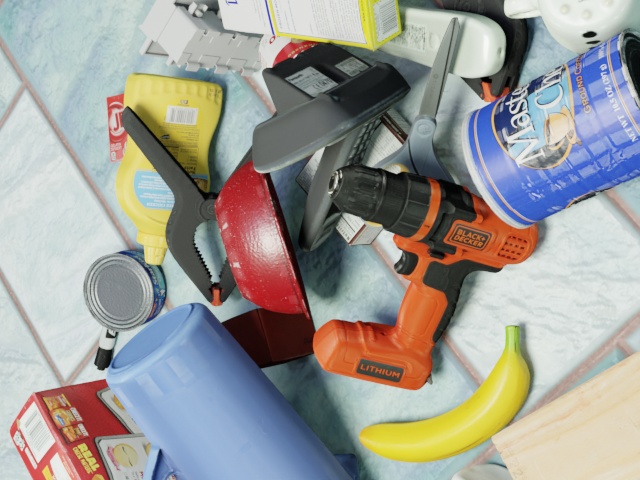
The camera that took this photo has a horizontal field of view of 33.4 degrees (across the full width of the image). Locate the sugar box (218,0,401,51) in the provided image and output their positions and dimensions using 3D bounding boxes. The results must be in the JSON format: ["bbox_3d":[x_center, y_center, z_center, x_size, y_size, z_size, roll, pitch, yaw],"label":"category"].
[{"bbox_3d":[-0.017,-0.221,0.912,0.176,0.048,0.093,19,132,39],"label":"sugar box"}]

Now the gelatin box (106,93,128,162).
[{"bbox_3d":[-0.191,-0.124,1.148,0.089,0.030,0.073,-4,89,37],"label":"gelatin box"}]

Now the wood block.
[{"bbox_3d":[0.243,0.131,0.785,0.206,0.090,0.090,-38,70,32],"label":"wood block"}]

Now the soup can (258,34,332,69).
[{"bbox_3d":[-0.013,-0.153,0.963,0.069,0.068,0.102,-59,32,23],"label":"soup can"}]

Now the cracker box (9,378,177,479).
[{"bbox_3d":[-0.168,0.213,1.029,0.072,0.213,0.164,-51,63,29],"label":"cracker box"}]

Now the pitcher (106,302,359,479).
[{"bbox_3d":[-0.084,0.184,0.940,0.145,0.149,0.243,-31,105,18],"label":"pitcher"}]

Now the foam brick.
[{"bbox_3d":[-0.047,0.092,1.016,0.051,0.078,0.053,-22,79,35],"label":"foam brick"}]

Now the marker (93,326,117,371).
[{"bbox_3d":[-0.234,0.090,1.197,0.020,0.020,0.121,25,107,34],"label":"marker"}]

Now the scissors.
[{"bbox_3d":[0.100,-0.082,0.889,0.096,0.016,0.202,25,123,-11],"label":"scissors"}]

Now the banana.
[{"bbox_3d":[0.114,0.152,0.923,0.198,0.037,0.069,-40,50,30],"label":"banana"}]

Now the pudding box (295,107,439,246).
[{"bbox_3d":[0.040,-0.064,0.968,0.090,0.039,0.114,51,122,23],"label":"pudding box"}]

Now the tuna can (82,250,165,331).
[{"bbox_3d":[-0.211,0.054,1.153,0.086,0.033,0.086,3,99,19],"label":"tuna can"}]

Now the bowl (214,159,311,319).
[{"bbox_3d":[-0.056,0.001,0.967,0.055,0.162,0.162,-17,79,0],"label":"bowl"}]

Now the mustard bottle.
[{"bbox_3d":[-0.158,-0.070,1.084,0.058,0.096,0.192,22,107,56],"label":"mustard bottle"}]

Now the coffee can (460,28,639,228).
[{"bbox_3d":[0.193,-0.082,0.808,0.141,0.102,0.103,-27,76,35],"label":"coffee can"}]

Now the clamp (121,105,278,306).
[{"bbox_3d":[-0.116,-0.040,1.048,0.164,0.036,0.210,4,105,-6],"label":"clamp"}]

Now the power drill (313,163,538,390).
[{"bbox_3d":[0.064,0.032,0.880,0.057,0.184,0.188,-102,34,-54],"label":"power drill"}]

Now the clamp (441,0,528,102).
[{"bbox_3d":[0.124,-0.199,0.898,0.120,0.039,0.171,0,95,51],"label":"clamp"}]
